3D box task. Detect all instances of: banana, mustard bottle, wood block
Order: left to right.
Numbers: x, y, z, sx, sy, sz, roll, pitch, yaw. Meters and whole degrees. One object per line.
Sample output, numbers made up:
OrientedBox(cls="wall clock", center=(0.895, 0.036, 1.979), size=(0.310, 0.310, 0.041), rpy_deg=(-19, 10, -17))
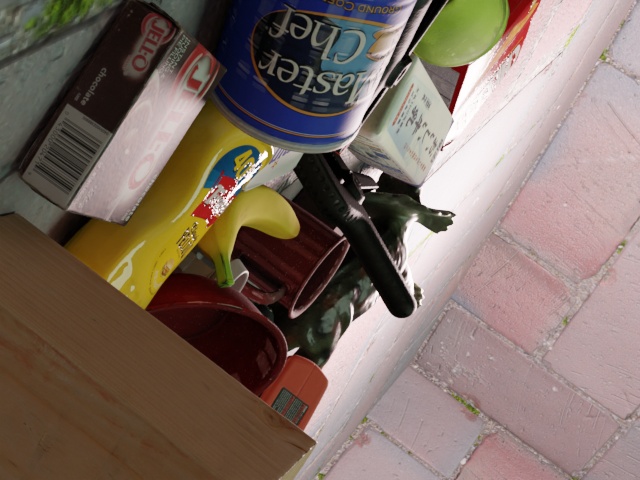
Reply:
OrientedBox(cls="wood block", center=(-0.119, 0.084, 0.531), size=(0.090, 0.206, 0.090), rpy_deg=(-58, 168, 17))
OrientedBox(cls="mustard bottle", center=(-0.084, -0.037, 0.691), size=(0.191, 0.058, 0.096), rpy_deg=(-51, 168, -18))
OrientedBox(cls="banana", center=(-0.061, -0.016, 0.835), size=(0.037, 0.069, 0.197), rpy_deg=(-12, -172, 18))

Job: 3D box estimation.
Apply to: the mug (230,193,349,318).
OrientedBox(cls="mug", center=(-0.038, 0.016, 0.963), size=(0.117, 0.081, 0.093), rpy_deg=(-43, 164, -44))

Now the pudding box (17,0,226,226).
OrientedBox(cls="pudding box", center=(-0.104, -0.066, 0.578), size=(0.113, 0.039, 0.090), rpy_deg=(-55, 169, 2))

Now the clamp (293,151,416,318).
OrientedBox(cls="clamp", center=(0.017, -0.045, 0.928), size=(0.036, 0.164, 0.209), rpy_deg=(-28, 132, 13))

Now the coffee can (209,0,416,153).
OrientedBox(cls="coffee can", center=(0.000, -0.137, 0.628), size=(0.102, 0.103, 0.140), rpy_deg=(-41, 162, -48))

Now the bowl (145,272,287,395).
OrientedBox(cls="bowl", center=(-0.108, 0.073, 0.795), size=(0.162, 0.055, 0.162), rpy_deg=(-8, 142, -6))

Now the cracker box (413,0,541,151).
OrientedBox(cls="cracker box", center=(0.167, -0.211, 1.151), size=(0.164, 0.072, 0.214), rpy_deg=(-50, 168, -16))
